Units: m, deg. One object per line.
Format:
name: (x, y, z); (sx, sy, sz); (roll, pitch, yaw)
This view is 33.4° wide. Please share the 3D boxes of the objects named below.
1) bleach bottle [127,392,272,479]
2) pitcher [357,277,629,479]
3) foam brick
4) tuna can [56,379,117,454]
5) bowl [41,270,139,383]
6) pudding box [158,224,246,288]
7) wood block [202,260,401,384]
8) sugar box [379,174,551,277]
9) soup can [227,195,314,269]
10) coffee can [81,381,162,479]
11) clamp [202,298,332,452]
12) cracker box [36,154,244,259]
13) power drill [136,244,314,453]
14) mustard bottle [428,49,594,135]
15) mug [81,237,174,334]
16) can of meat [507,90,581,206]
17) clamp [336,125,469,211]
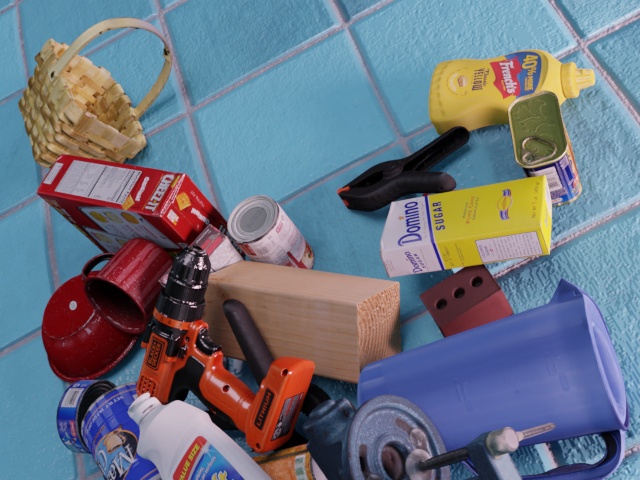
bleach bottle: (-0.101, 0.251, 1.040); (0.251, 0.068, 0.102); (43, 88, 17)
pitcher: (0.166, 0.152, 1.020); (0.243, 0.145, 0.149); (-18, 33, 20)
foam brick: (0.154, 0.068, 1.129); (0.078, 0.051, 0.053); (-33, 47, 3)
tuna can: (-0.265, 0.204, 1.234); (0.034, 0.086, 0.086); (-3, 56, 28)
bowl: (-0.296, 0.095, 1.341); (0.162, 0.055, 0.162); (-18, 50, 23)
pudding box: (-0.127, 0.047, 1.255); (0.039, 0.113, 0.090); (34, 77, 37)
wood block: (-0.024, 0.085, 1.166); (0.206, 0.090, 0.090); (7, 18, 32)
sugar box: (0.155, -0.015, 1.137); (0.176, 0.048, 0.093); (-8, 35, 21)
soup can: (-0.058, 0.002, 1.258); (0.069, 0.102, 0.068); (-15, 52, 19)
coffee can: (-0.187, 0.236, 1.156); (0.103, 0.102, 0.140); (-39, 48, -3)
clamp: (-0.047, 0.166, 1.126); (0.210, 0.036, 0.165); (24, 113, 25)
cracker box: (-0.219, -0.028, 1.326); (0.214, 0.164, 0.072); (10, 64, 34)
power drill: (-0.099, 0.118, 1.098); (0.188, 0.057, 0.184); (27, 110, 28)
mustard bottle: (0.227, -0.180, 1.266); (0.192, 0.058, 0.096); (-4, 55, 25)
mug: (-0.232, 0.048, 1.280); (0.117, 0.093, 0.081); (19, 50, 24)
can of meat: (0.249, -0.099, 1.177); (0.057, 0.084, 0.102); (-15, 51, 18)
clamp: (0.096, -0.070, 1.249); (0.172, 0.039, 0.120); (-26, 20, 23)
